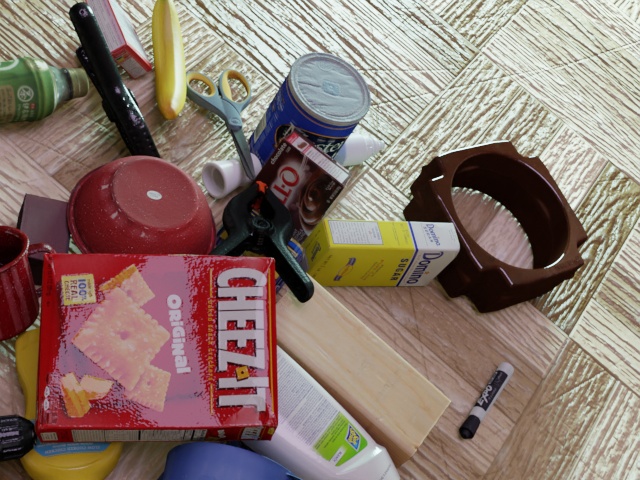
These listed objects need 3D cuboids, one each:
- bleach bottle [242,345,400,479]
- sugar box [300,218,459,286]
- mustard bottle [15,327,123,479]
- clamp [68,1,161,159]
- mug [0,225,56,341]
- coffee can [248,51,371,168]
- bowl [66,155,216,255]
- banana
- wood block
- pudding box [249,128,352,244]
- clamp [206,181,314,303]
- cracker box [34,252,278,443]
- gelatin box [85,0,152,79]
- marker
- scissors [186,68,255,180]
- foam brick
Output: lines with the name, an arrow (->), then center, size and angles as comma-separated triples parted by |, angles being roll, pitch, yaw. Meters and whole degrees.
bleach bottle -> -0.014, 0.198, 1.058 | 0.251, 0.068, 0.102 | 43, 52, 1
sugar box -> 0.066, 0.017, 1.244 | 0.176, 0.093, 0.048 | 3, 59, -25
mustard bottle -> -0.235, 0.175, 1.005 | 0.096, 0.058, 0.191 | -2, 60, -16
clamp -> -0.226, -0.158, 1.189 | 0.036, 0.165, 0.210 | -27, 82, -11
mug -> -0.306, 0.040, 1.024 | 0.117, 0.081, 0.093 | -21, 36, -22
coffee can -> -0.015, -0.141, 1.275 | 0.102, 0.140, 0.103 | 13, 54, -19
bowl -> -0.177, -0.033, 1.105 | 0.162, 0.055, 0.162 | 13, 52, -17
banana -> -0.187, -0.219, 1.290 | 0.037, 0.069, 0.198 | -12, 67, 7
wood block -> 0.021, 0.147, 1.137 | 0.206, 0.091, 0.090 | 42, 51, 3
pudding box -> -0.029, -0.059, 1.232 | 0.090, 0.114, 0.039 | 38, 34, 0
clamp -> -0.057, 0.001, 1.135 | 0.120, 0.039, 0.171 | 23, 39, -9
cracker box -> -0.148, 0.098, 0.976 | 0.213, 0.072, 0.164 | 1, 70, -9
gelatin box -> -0.242, -0.246, 1.273 | 0.030, 0.073, 0.089 | -28, 70, 6
marker -> 0.193, 0.187, 1.244 | 0.020, 0.020, 0.121 | 41, 50, 2
scissors -> -0.122, -0.146, 1.280 | 0.096, 0.016, 0.201 | 11, 42, -11
foam brick -> -0.288, 0.001, 1.099 | 0.051, 0.053, 0.078 | 12, 54, -20
